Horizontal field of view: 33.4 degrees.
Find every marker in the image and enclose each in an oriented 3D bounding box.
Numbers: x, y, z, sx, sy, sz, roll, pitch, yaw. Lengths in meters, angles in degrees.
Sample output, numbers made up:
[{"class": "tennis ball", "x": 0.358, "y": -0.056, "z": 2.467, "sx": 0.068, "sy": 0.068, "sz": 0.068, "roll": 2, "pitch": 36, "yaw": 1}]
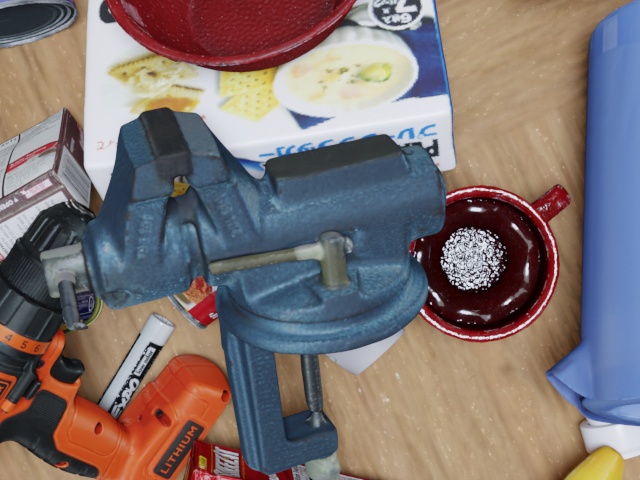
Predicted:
[{"class": "marker", "x": -0.138, "y": 0.105, "z": 0.724, "sx": 0.020, "sy": 0.020, "sz": 0.121, "roll": 32, "pitch": 94, "yaw": 4}]

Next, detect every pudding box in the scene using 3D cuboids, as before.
[{"class": "pudding box", "x": -0.193, "y": -0.033, "z": 0.682, "sx": 0.090, "sy": 0.113, "sz": 0.039, "roll": -29, "pitch": 117, "yaw": 6}]

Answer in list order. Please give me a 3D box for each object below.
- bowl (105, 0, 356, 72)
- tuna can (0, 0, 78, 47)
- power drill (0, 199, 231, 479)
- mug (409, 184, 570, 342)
[{"class": "bowl", "x": -0.040, "y": -0.153, "z": 0.609, "sx": 0.162, "sy": 0.055, "sz": 0.162, "roll": -5, "pitch": 63, "yaw": 10}, {"class": "tuna can", "x": -0.204, "y": -0.154, "z": 0.694, "sx": 0.086, "sy": 0.086, "sz": 0.034, "roll": -16, "pitch": 87, "yaw": 5}, {"class": "power drill", "x": -0.143, "y": 0.081, "z": 0.648, "sx": 0.184, "sy": 0.187, "sz": 0.057, "roll": -53, "pitch": 44, "yaw": 5}, {"class": "mug", "x": 0.106, "y": 0.005, "z": 0.667, "sx": 0.117, "sy": 0.081, "sz": 0.093, "roll": -42, "pitch": 87, "yaw": 5}]
